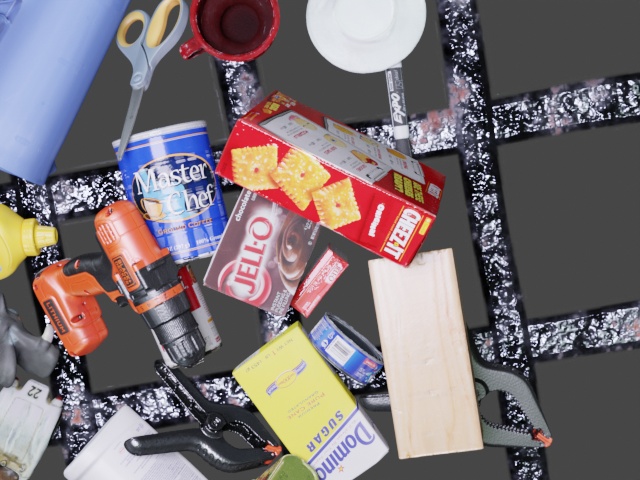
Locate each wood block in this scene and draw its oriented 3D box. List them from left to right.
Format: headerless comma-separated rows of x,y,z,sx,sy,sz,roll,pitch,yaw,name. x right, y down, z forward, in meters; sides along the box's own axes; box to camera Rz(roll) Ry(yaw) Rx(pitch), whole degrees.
0.112,0.115,1.128,0.090,0.090,0.206,-9,89,8,wood block

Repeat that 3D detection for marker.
0.086,-0.144,1.173,0.020,0.020,0.121,-7,94,1,marker

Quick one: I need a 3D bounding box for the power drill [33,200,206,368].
-0.212,0.065,1.123,0.188,0.057,0.184,-24,94,42,power drill

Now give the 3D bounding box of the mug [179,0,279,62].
-0.098,-0.227,1.138,0.117,0.081,0.093,-34,93,3,mug

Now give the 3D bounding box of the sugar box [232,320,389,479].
-0.010,0.188,1.187,0.093,0.048,0.176,-36,92,3,sugar box

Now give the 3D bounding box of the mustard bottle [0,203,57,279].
-0.384,0.002,1.164,0.191,0.058,0.096,-4,123,0,mustard bottle

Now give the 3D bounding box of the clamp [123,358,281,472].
-0.129,0.213,1.168,0.171,0.039,0.120,29,54,-2,clamp

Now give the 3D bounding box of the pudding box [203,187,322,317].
-0.059,0.010,1.093,0.090,0.039,0.113,22,89,-10,pudding box

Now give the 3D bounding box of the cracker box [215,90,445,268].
0.016,-0.067,1.101,0.213,0.164,0.072,27,110,1,cracker box

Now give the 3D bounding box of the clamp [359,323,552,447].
0.159,0.172,1.188,0.210,0.036,0.164,40,95,2,clamp

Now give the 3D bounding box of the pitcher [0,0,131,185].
-0.302,-0.192,1.114,0.145,0.149,0.243,28,90,-5,pitcher

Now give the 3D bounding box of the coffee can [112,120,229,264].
-0.156,-0.049,1.142,0.103,0.103,0.140,-13,94,1,coffee can

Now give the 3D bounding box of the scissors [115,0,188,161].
-0.201,-0.175,1.128,0.096,0.016,0.201,11,69,35,scissors

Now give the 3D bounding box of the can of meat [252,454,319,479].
-0.056,0.288,1.152,0.057,0.102,0.084,41,131,-2,can of meat

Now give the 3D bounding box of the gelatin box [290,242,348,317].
-0.002,0.042,1.153,0.030,0.089,0.073,38,94,-3,gelatin box

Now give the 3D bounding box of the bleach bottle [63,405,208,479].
-0.155,0.299,1.171,0.251,0.102,0.068,43,129,-3,bleach bottle

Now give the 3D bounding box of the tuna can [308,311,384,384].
0.029,0.118,1.161,0.086,0.086,0.034,39,95,-2,tuna can

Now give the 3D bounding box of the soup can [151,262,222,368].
-0.157,0.081,1.170,0.068,0.068,0.102,-22,95,2,soup can
